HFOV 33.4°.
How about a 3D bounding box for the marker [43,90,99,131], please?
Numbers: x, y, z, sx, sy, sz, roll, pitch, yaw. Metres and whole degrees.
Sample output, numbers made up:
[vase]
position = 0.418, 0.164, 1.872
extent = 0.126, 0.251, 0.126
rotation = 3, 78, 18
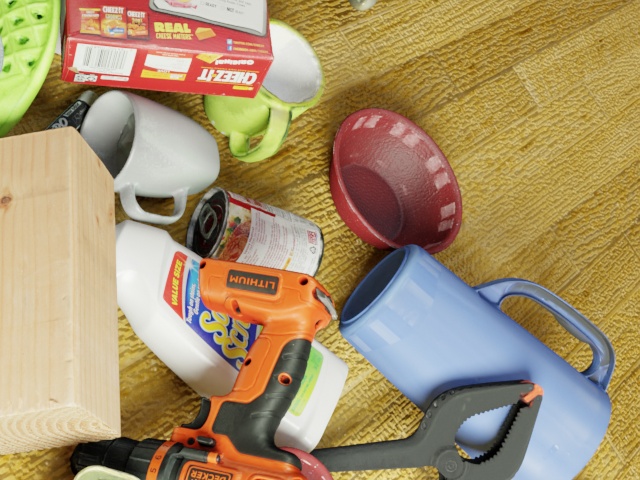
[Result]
[marker]
position = -0.220, -0.084, 0.875
extent = 0.020, 0.020, 0.121
rotation = 44, 46, -11

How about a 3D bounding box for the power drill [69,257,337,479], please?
[power drill]
position = -0.076, 0.109, 0.770
extent = 0.057, 0.185, 0.187
rotation = 57, 45, -61

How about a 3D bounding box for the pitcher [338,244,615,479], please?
[pitcher]
position = 0.144, 0.109, 0.981
extent = 0.242, 0.145, 0.149
rotation = 41, 46, -10

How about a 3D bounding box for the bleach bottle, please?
[bleach bottle]
position = -0.099, 0.070, 0.859
extent = 0.250, 0.068, 0.102
rotation = 38, 50, -13

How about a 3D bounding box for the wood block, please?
[wood block]
position = -0.199, 0.035, 0.753
extent = 0.091, 0.090, 0.206
rotation = -9, 65, 6

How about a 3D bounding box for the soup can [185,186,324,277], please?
[soup can]
position = -0.056, 0.001, 0.926
extent = 0.102, 0.069, 0.068
rotation = 19, 55, -30

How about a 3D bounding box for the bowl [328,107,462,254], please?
[bowl]
position = 0.063, -0.049, 1.058
extent = 0.161, 0.055, 0.162
rotation = 19, 54, -30

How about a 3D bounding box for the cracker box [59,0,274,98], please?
[cracker box]
position = -0.133, -0.228, 0.885
extent = 0.164, 0.072, 0.214
rotation = 2, 64, -19

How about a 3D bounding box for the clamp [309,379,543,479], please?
[clamp]
position = 0.108, 0.198, 0.902
extent = 0.210, 0.036, 0.164
rotation = -32, 95, -5
